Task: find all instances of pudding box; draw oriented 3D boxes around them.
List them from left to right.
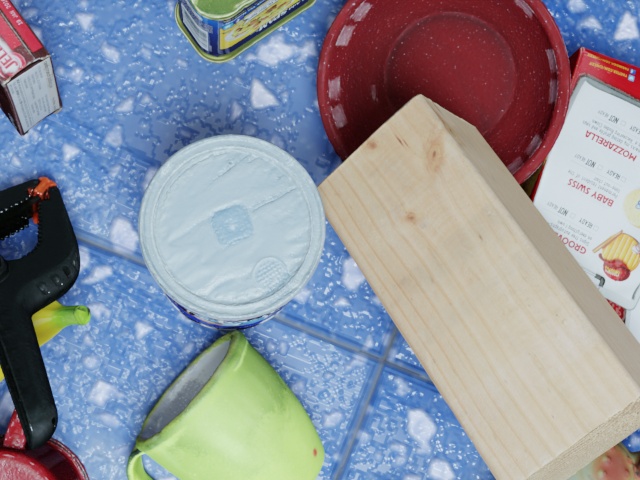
[{"bbox_3d":[-0.203,-0.123,0.665,0.039,0.113,0.090,-35,87,-12],"label":"pudding box"}]

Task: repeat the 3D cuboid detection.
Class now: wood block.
[{"bbox_3d":[0.096,0.029,0.607,0.090,0.090,0.206,-42,64,19],"label":"wood block"}]

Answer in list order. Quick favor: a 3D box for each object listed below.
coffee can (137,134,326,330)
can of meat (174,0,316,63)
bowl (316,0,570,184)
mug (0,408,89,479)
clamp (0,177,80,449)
[{"bbox_3d":[-0.054,0.001,0.648,0.102,0.140,0.103,1,83,-5],"label":"coffee can"},{"bbox_3d":[-0.047,-0.171,0.700,0.102,0.084,0.057,-35,87,-8],"label":"can of meat"},{"bbox_3d":[0.081,-0.103,0.699,0.162,0.055,0.162,3,105,13],"label":"bowl"},{"bbox_3d":[-0.187,0.153,0.647,0.093,0.081,0.117,13,82,-3],"label":"mug"},{"bbox_3d":[-0.190,0.032,0.617,0.164,0.036,0.209,19,37,8],"label":"clamp"}]
